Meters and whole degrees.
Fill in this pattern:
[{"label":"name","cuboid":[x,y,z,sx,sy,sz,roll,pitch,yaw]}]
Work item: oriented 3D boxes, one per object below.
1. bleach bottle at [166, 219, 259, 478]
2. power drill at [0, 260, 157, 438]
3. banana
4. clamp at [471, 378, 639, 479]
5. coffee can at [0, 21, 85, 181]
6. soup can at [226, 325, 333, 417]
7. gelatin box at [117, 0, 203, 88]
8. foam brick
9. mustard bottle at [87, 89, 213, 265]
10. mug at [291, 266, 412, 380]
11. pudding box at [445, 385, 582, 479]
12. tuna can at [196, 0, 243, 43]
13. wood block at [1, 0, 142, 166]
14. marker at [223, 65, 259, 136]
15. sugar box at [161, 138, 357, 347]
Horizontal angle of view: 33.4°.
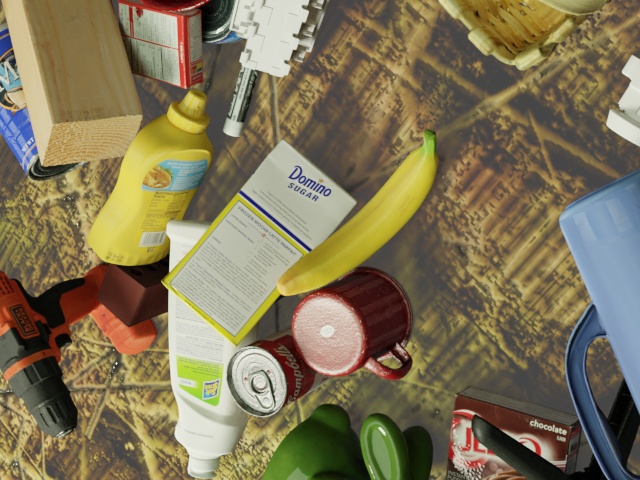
[{"label":"bleach bottle","cuboid":[-0.113,0.109,1.065,0.103,0.068,0.251,8,94,32]},{"label":"power drill","cuboid":[-0.257,0.101,1.107,0.057,0.187,0.184,-36,79,30]},{"label":"banana","cuboid":[0.042,-0.019,0.955,0.198,0.069,0.037,-47,50,11]},{"label":"clamp","cuboid":[0.213,0.207,0.889,0.164,0.036,0.210,-12,104,-10]},{"label":"coffee can","cuboid":[-0.300,-0.149,1.131,0.103,0.102,0.140,-40,79,31]},{"label":"soup can","cuboid":[-0.034,0.121,1.023,0.069,0.102,0.068,7,104,30]},{"label":"gelatin box","cuboid":[-0.155,-0.194,1.037,0.089,0.030,0.073,20,123,30]},{"label":"foam brick","cuboid":[-0.184,0.047,1.116,0.053,0.078,0.051,36,118,21]},{"label":"mustard bottle","cuboid":[-0.158,-0.065,1.063,0.058,0.096,0.192,45,120,29]},{"label":"mug","cuboid":[0.035,0.085,0.985,0.117,0.081,0.093,45,119,16]},{"label":"pudding box","cuboid":[0.170,0.188,0.948,0.114,0.039,0.090,11,105,29]},{"label":"tuna can","cuboid":[-0.100,-0.233,1.029,0.086,0.033,0.086,7,104,30]},{"label":"wood block","cuboid":[-0.248,-0.188,1.053,0.091,0.090,0.206,130,126,-60]},{"label":"marker","cuboid":[-0.070,-0.160,1.035,0.020,0.020,0.121,29,114,24]},{"label":"sugar box","cuboid":[-0.056,0.001,0.992,0.093,0.048,0.176,41,89,-5]}]
